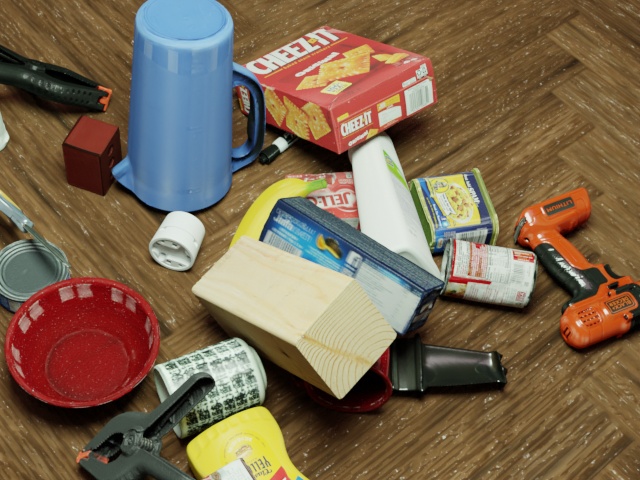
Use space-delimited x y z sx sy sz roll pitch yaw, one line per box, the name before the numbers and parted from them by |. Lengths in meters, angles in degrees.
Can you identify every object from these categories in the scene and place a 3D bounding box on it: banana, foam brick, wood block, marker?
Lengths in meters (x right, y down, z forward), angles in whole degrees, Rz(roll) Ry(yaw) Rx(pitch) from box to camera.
banana | -0.069 -0.005 1.248 0.070 0.037 0.197 13 63 43
foam brick | -0.276 -0.102 1.293 0.051 0.078 0.053 18 55 7
wood block | -0.032 0.074 1.104 0.090 0.090 0.206 -47 34 -16
marker | -0.037 -0.136 1.381 0.020 0.020 0.121 36 58 20

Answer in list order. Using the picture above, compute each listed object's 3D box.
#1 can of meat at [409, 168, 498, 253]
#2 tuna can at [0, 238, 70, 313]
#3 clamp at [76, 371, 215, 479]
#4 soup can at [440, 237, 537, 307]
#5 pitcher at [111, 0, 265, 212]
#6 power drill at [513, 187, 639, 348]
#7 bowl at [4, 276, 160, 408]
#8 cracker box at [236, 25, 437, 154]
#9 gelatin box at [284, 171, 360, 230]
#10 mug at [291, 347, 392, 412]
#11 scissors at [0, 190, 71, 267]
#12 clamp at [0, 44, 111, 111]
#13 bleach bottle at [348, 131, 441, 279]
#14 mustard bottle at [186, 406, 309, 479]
can of meat | 0.160 -0.034 1.302 0.084 0.057 0.102 -8 54 -10
tuna can | -0.326 0.042 1.204 0.086 0.034 0.086 3 53 -4
clamp | -0.168 0.190 1.041 0.172 0.039 0.120 -10 49 36
soup can | 0.194 0.038 1.242 0.102 0.068 0.068 9 52 0
pitcher | -0.152 -0.163 1.249 0.145 0.243 0.149 24 47 13
power drill | 0.333 0.026 1.272 0.184 0.057 0.188 -18 57 -19
bowl | -0.251 0.119 1.140 0.162 0.055 0.162 3 53 -4
cracker box | 0.015 -0.197 1.352 0.164 0.072 0.214 -30 36 -26
gelatin box | 0.003 -0.047 1.310 0.089 0.030 0.073 -3 53 -8
mug | 0.022 0.129 1.151 0.117 0.093 0.081 -16 42 24
scissors | -0.350 -0.032 1.198 0.016 0.096 0.202 -51 40 -4
clamp | -0.371 -0.208 1.350 0.210 0.036 0.164 20 20 -9
bleach bottle | 0.080 -0.049 1.290 0.068 0.102 0.251 -25 44 16
mustard bottle | -0.049 0.262 1.051 0.096 0.058 0.192 -24 59 -21
